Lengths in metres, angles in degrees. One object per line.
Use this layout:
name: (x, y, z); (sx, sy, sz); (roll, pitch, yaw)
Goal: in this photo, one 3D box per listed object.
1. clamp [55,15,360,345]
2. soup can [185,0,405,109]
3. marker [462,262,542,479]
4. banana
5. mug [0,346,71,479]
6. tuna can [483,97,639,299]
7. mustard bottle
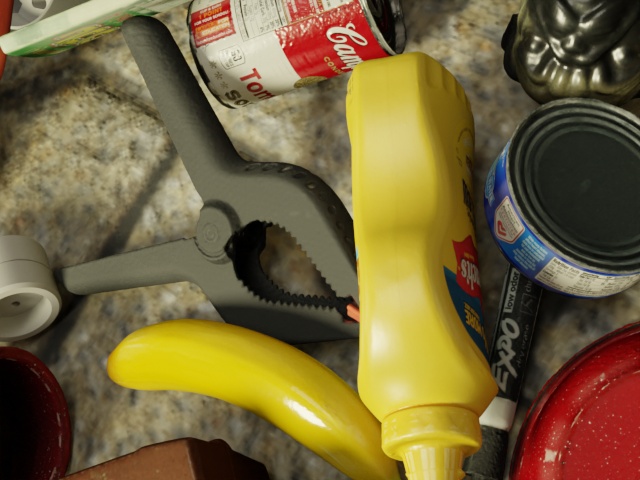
clamp: (-0.054, 0.001, 0.558); (0.210, 0.036, 0.165); (36, 115, 23)
soup can: (-0.013, -0.117, 0.580); (0.102, 0.068, 0.068); (-16, 64, 21)
marker: (0.086, 0.055, 0.490); (0.020, 0.020, 0.121); (7, 74, 29)
banana: (-0.038, 0.074, 0.521); (0.198, 0.037, 0.070); (22, 116, 33)
mug: (-0.192, 0.118, 0.574); (0.082, 0.093, 0.117); (-10, 103, 28)
tuna can: (0.116, -0.018, 0.470); (0.086, 0.034, 0.086); (6, 63, -11)
mustard bottle: (0.044, 0.019, 0.470); (0.058, 0.096, 0.191); (-8, 62, 14)
